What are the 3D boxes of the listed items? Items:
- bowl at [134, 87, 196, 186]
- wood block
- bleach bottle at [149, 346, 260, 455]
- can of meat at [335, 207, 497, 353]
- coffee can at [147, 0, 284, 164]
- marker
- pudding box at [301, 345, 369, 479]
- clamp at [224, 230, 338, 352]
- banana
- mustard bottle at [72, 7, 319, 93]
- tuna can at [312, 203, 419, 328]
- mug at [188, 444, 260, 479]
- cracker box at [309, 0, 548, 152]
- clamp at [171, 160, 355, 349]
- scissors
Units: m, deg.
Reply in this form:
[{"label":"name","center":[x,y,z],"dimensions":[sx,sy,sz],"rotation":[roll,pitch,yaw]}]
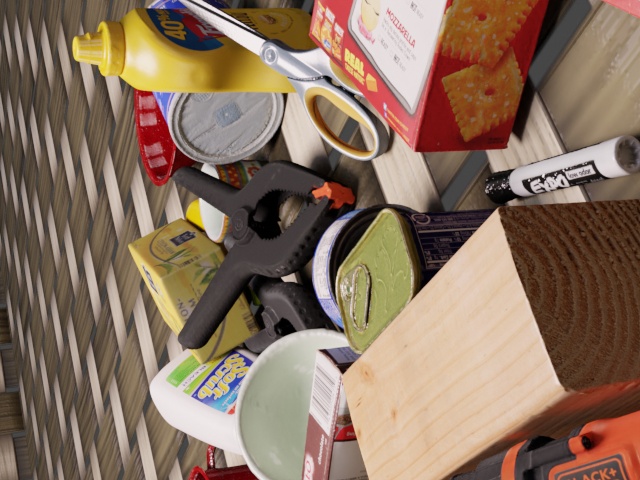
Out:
[{"label":"bowl","center":[-0.152,-0.139,1.135],"dimensions":[0.162,0.055,0.162],"rotation":[176,90,-67]},{"label":"wood block","center":[0.096,0.068,0.555],"dimensions":[0.206,0.090,0.090],"rotation":[124,136,-55]},{"label":"bleach bottle","center":[-0.063,0.142,0.949],"dimensions":[0.251,0.102,0.068],"rotation":[3,125,60]},{"label":"can of meat","center":[0.066,0.022,0.621],"dimensions":[0.102,0.083,0.057],"rotation":[124,137,-56]},{"label":"coffee can","center":[-0.103,-0.149,0.961],"dimensions":[0.140,0.102,0.103],"rotation":[-119,34,-45]},{"label":"marker","center":[0.123,-0.035,0.561],"dimensions":[0.121,0.020,0.020],"rotation":[167,98,-67]},{"label":"pudding box","center":[0.039,0.122,0.698],"dimensions":[0.039,0.089,0.113],"rotation":[-134,46,-54]},{"label":"clamp","center":[-0.034,0.055,0.900],"dimensions":[0.172,0.039,0.120],"rotation":[14,127,59]},{"label":"banana","center":[-0.101,-0.006,1.064],"dimensions":[0.198,0.037,0.070],"rotation":[-133,46,-56]},{"label":"mustard bottle","center":[-0.095,-0.149,0.829],"dimensions":[0.096,0.191,0.058],"rotation":[-122,35,-47]},{"label":"tuna can","center":[0.038,0.020,0.685],"dimensions":[0.034,0.086,0.086],"rotation":[172,93,-69]},{"label":"mug","center":[-0.072,0.237,0.985],"dimensions":[0.093,0.081,0.117],"rotation":[141,121,-63]},{"label":"cracker box","center":[0.068,-0.180,0.599],"dimensions":[0.164,0.072,0.214],"rotation":[-123,37,-50]},{"label":"clamp","center":[-0.056,0.001,0.870],"dimensions":[0.210,0.036,0.164],"rotation":[-12,73,45]},{"label":"scissors","center":[-0.018,-0.142,0.758],"dimensions":[0.202,0.016,0.096],"rotation":[47,129,8]}]
